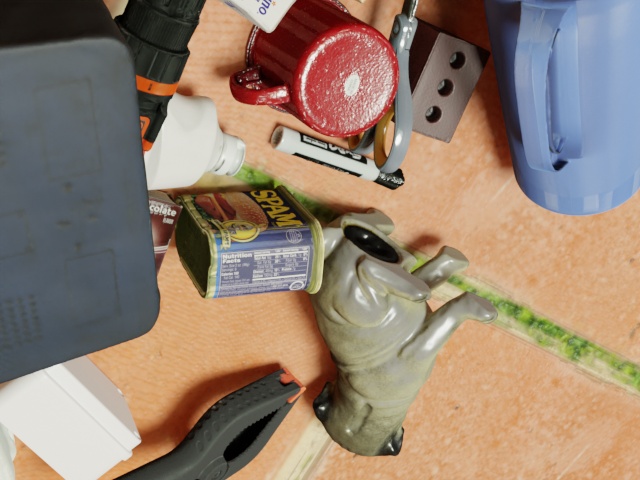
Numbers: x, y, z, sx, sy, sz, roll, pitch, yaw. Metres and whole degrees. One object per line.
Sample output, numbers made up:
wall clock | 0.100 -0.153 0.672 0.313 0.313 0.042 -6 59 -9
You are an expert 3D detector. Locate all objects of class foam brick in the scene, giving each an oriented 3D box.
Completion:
foam brick | 0.083 -0.123 0.816 0.052 0.051 0.078 14 106 -31

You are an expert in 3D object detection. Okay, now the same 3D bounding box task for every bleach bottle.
bleach bottle | -0.158 -0.098 0.705 0.250 0.068 0.103 17 110 -33

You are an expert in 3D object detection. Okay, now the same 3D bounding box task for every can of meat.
can of meat | -0.055 0.001 0.779 0.083 0.102 0.057 -5 116 -22

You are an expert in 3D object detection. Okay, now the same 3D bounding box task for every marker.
marker | 0.017 -0.063 0.832 0.120 0.020 0.020 17 105 -31

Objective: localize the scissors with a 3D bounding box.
scissors | 0.062 -0.134 0.758 0.016 0.096 0.202 4 132 -22

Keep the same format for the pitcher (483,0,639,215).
pitcher | 0.186 -0.123 0.787 0.149 0.145 0.243 -24 139 -5

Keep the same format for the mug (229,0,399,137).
mug | -0.007 -0.119 0.755 0.117 0.082 0.093 -16 119 -19

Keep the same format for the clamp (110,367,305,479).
clamp | -0.100 0.177 0.851 0.210 0.036 0.164 -44 153 -8
